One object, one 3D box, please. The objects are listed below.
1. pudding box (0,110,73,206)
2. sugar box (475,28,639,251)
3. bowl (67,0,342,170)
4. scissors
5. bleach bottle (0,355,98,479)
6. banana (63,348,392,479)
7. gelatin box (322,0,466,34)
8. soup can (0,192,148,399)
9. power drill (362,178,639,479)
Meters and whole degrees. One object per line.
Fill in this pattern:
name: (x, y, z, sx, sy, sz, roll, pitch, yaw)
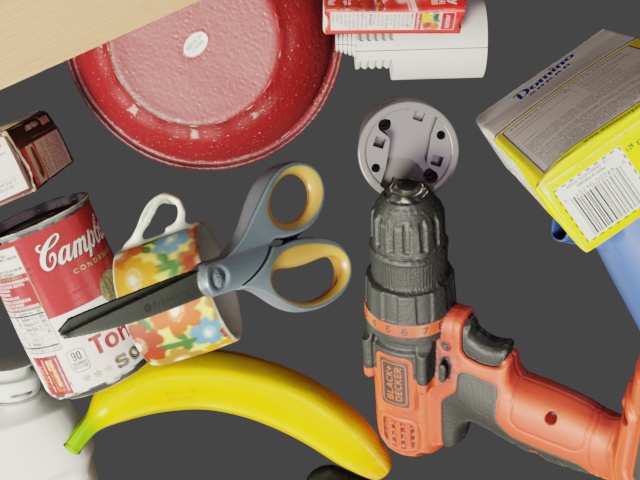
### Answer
pudding box: (-0.202, -0.029, 0.588, 0.113, 0.090, 0.039, -25, 104, 6)
sugar box: (0.139, -0.057, 0.536, 0.093, 0.176, 0.048, -35, 101, 9)
bowl: (-0.066, -0.112, 0.583, 0.162, 0.055, 0.162, 0, 106, 0)
scissors: (-0.054, 0.001, 0.570, 0.016, 0.201, 0.096, -5, 85, 43)
bleach bottle: (-0.182, 0.195, 0.662, 0.102, 0.068, 0.251, -8, 104, -11)
banana: (-0.051, 0.102, 0.647, 0.197, 0.037, 0.069, 7, 90, -7)
gelatin box: (0.038, -0.154, 0.564, 0.073, 0.030, 0.089, 0, 72, 1)
soup can: (-0.146, 0.032, 0.616, 0.068, 0.068, 0.102, -20, 105, 5)
power drill: (0.110, 0.062, 0.577, 0.188, 0.057, 0.184, 17, 131, 28)
